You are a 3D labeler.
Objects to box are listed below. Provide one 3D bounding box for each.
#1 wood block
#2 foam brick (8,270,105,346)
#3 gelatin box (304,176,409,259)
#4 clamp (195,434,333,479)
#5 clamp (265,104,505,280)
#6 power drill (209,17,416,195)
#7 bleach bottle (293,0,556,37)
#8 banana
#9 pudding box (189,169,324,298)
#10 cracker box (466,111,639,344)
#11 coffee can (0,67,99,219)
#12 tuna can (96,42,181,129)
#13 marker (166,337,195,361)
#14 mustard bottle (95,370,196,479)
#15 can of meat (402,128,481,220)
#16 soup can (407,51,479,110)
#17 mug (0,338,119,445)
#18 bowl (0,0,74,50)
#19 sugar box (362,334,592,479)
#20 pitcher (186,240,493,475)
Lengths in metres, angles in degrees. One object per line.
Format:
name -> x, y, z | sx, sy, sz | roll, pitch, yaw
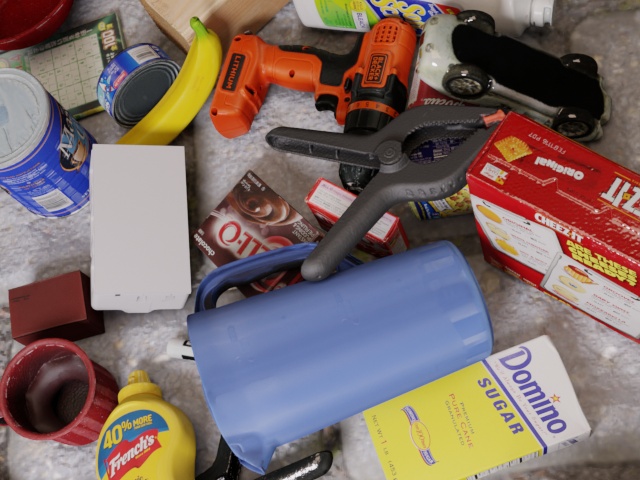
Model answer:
wood block -> -0.079, -0.282, 1.095 | 0.206, 0.090, 0.090 | -44, 69, -5
foam brick -> -0.255, 0.068, 1.035 | 0.078, 0.051, 0.053 | -15, 68, 7
gelatin box -> 0.034, -0.016, 0.986 | 0.089, 0.073, 0.030 | 28, 79, 20
clamp -> -0.082, 0.215, 0.953 | 0.171, 0.039, 0.120 | -44, 52, -4
clamp -> 0.060, -0.055, 0.903 | 0.210, 0.036, 0.164 | -14, 56, 10
power drill -> -0.009, -0.132, 1.030 | 0.188, 0.057, 0.184 | 6, 65, 21
bleach bottle -> 0.100, -0.240, 1.033 | 0.251, 0.102, 0.068 | 10, 67, 16
banana -> -0.149, -0.141, 1.062 | 0.198, 0.069, 0.037 | -53, 46, 27
pudding box -> -0.057, 0.001, 1.005 | 0.090, 0.039, 0.114 | -48, 55, 1
cracker box -> 0.212, -0.004, 0.866 | 0.164, 0.213, 0.072 | 30, 80, 20
coffee can -> -0.285, -0.092, 1.049 | 0.103, 0.140, 0.103 | -4, 70, 11
tuna can -> -0.183, -0.156, 1.078 | 0.086, 0.086, 0.034 | -42, 66, -4
marker -> -0.085, 0.109, 0.999 | 0.121, 0.020, 0.020 | 8, 73, 15
mustard bottle -> -0.155, 0.200, 0.948 | 0.096, 0.058, 0.191 | -28, 49, 18
can of meat -> 0.120, -0.060, 0.968 | 0.084, 0.102, 0.057 | -8, 65, 12
soup can -> 0.120, -0.142, 1.013 | 0.068, 0.068, 0.102 | 8, 73, 15
mug -> -0.247, 0.149, 0.989 | 0.117, 0.081, 0.093 | -22, 68, 4
bowl -> -0.326, -0.262, 1.157 | 0.162, 0.055, 0.162 | -7, 62, 12
sugar box -> 0.133, 0.155, 0.920 | 0.176, 0.048, 0.093 | -23, 68, 5
pitcher -> 0.013, 0.079, 0.908 | 0.243, 0.145, 0.149 | -20, 105, -3
